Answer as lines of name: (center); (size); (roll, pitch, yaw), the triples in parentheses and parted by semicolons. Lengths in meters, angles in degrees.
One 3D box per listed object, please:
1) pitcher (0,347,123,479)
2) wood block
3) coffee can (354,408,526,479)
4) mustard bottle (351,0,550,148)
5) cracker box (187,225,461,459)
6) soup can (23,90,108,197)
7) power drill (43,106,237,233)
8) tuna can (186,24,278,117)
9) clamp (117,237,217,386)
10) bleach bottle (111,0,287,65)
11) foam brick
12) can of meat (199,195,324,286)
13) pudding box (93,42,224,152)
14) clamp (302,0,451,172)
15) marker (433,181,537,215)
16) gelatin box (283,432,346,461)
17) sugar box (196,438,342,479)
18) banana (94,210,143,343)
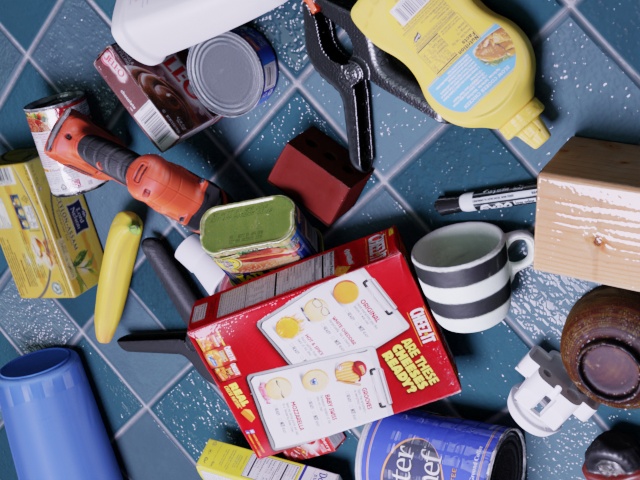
pitcher: (-0.336, 0.263, 1.370); (0.149, 0.144, 0.243); (-5, 107, 22)
wood block: (0.282, -0.013, 0.836); (0.206, 0.090, 0.091); (12, 121, 28)
coffee can: (0.119, 0.223, 1.056); (0.141, 0.102, 0.103); (6, 117, 31)
mustard bottle: (0.121, -0.152, 0.887); (0.096, 0.058, 0.191); (-43, 87, 21)
cracker box: (0.005, 0.099, 1.019); (0.214, 0.072, 0.164); (-21, 115, 10)
soup can: (-0.276, -0.106, 1.168); (0.069, 0.068, 0.102); (0, 114, 33)
power drill: (-0.174, -0.063, 1.083); (0.188, 0.184, 0.057); (25, 85, 31)
tuna can: (-0.084, -0.165, 1.030); (0.086, 0.033, 0.086); (12, 118, 24)
clamp: (-0.142, 0.112, 1.212); (0.210, 0.036, 0.165); (37, 128, 12)
bleach bottle: (-0.071, -0.234, 0.950); (0.251, 0.102, 0.068); (-9, 151, 35)
foam brick: (0.000, -0.062, 1.019); (0.078, 0.052, 0.051); (36, 128, 11)
can of meat: (-0.057, 0.001, 1.033); (0.102, 0.057, 0.084); (-11, 152, 14)
pudding box: (-0.155, -0.152, 1.050); (0.039, 0.089, 0.113); (-32, 94, 41)
clamp: (0.033, -0.145, 0.964); (0.120, 0.039, 0.171); (-39, 86, 35)
marker: (0.156, -0.037, 0.951); (0.121, 0.020, 0.020); (-7, 109, 36)
gelatin box: (-0.025, 0.198, 1.184); (0.073, 0.030, 0.089); (-24, 99, 39)
sugar box: (-0.048, 0.284, 1.218); (0.176, 0.048, 0.093); (7, 143, 28)
banana: (-0.232, 0.031, 1.213); (0.037, 0.069, 0.198); (15, 132, -8)
